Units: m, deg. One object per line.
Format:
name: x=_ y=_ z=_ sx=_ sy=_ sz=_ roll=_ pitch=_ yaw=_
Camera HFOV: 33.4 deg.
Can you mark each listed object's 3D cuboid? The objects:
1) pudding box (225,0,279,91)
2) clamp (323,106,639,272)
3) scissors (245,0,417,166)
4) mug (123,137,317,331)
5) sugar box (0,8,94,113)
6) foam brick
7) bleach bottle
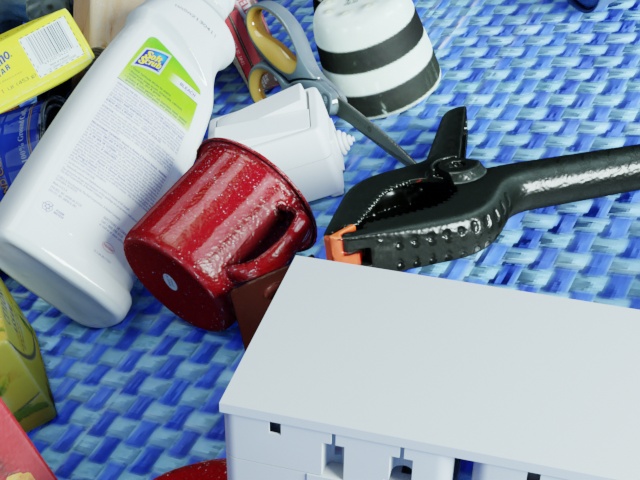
pudding box: x=-0.067 y=-0.182 z=0.882 sx=0.039 sy=0.090 sz=0.113 roll=-25 pitch=34 yaw=-3
clamp: x=0.088 y=-0.027 z=0.598 sx=0.165 sy=0.036 sz=0.209 roll=12 pitch=31 yaw=39
scissors: x=-0.001 y=-0.092 z=0.773 sx=0.016 sy=0.096 sz=0.202 roll=-19 pitch=60 yaw=-31
mug: x=-0.054 y=0.001 z=0.627 sx=0.117 sy=0.093 sz=0.081 roll=8 pitch=49 yaw=47
sugar box: x=-0.225 y=-0.126 z=0.771 sx=0.093 sy=0.048 sz=0.176 roll=-31 pitch=20 yaw=-14
foam brick: x=-0.010 y=0.056 z=0.561 sx=0.053 sy=0.051 sz=0.078 roll=-24 pitch=34 yaw=-1
bleach bottle: x=-0.117 y=-0.073 z=0.706 sx=0.068 sy=0.102 sz=0.250 roll=-17 pitch=40 yaw=53
